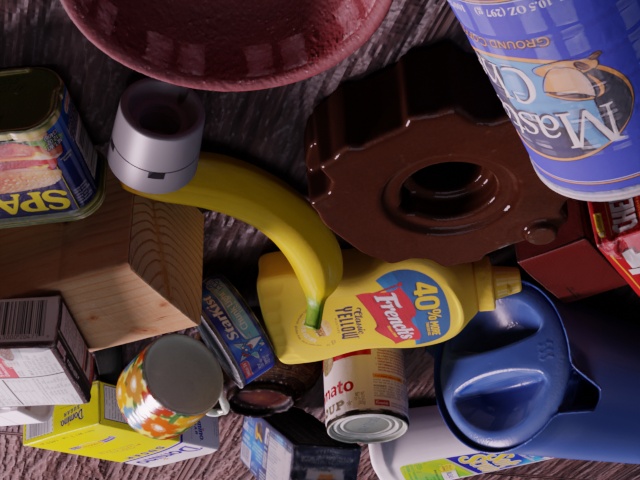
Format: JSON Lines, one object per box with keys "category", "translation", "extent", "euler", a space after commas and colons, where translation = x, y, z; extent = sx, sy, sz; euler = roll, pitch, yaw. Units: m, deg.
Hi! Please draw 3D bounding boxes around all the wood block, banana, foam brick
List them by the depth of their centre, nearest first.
{"category": "banana", "translation": [-0.043, -0.013, 0.711], "extent": [0.197, 0.069, 0.037], "euler": [40, 163, -34]}
{"category": "wood block", "translation": [-0.193, 0.024, 0.734], "extent": [0.206, 0.091, 0.090], "euler": [-15, 146, 20]}
{"category": "foam brick", "translation": [0.176, 0.002, 0.755], "extent": [0.053, 0.051, 0.078], "euler": [-21, 143, 29]}

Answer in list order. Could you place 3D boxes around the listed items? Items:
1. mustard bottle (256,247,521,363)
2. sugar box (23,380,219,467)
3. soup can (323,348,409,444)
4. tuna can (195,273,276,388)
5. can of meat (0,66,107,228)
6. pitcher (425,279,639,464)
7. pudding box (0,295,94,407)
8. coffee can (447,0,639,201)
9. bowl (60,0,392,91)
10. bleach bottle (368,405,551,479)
{"category": "mustard bottle", "translation": [0.054, 0.041, 0.802], "extent": [0.192, 0.058, 0.096], "euler": [-8, 128, 8]}
{"category": "sugar box", "translation": [-0.181, 0.175, 0.996], "extent": [0.093, 0.048, 0.176], "euler": [-18, 152, 27]}
{"category": "soup can", "translation": [0.036, 0.106, 0.867], "extent": [0.068, 0.102, 0.068], "euler": [-1, 148, -1]}
{"category": "tuna can", "translation": [-0.070, 0.068, 0.815], "extent": [0.033, 0.086, 0.086], "euler": [-33, 151, -14]}
{"category": "can of meat", "translation": [-0.189, -0.055, 0.641], "extent": [0.102, 0.057, 0.084], "euler": [-6, 145, 5]}
{"category": "pitcher", "translation": [0.212, 0.116, 0.877], "extent": [0.242, 0.149, 0.145], "euler": [17, 133, -38]}
{"category": "pudding box", "translation": [-0.213, 0.075, 0.692], "extent": [0.113, 0.039, 0.090], "euler": [-2, 148, 4]}
{"category": "coffee can", "translation": [0.125, -0.102, 0.509], "extent": [0.103, 0.102, 0.140], "euler": [-18, 131, 23]}
{"category": "bowl", "translation": [-0.044, -0.143, 0.507], "extent": [0.162, 0.055, 0.162], "euler": [-1, 148, -1]}
{"category": "bleach bottle", "translation": [0.178, 0.189, 1.048], "extent": [0.251, 0.068, 0.102], "euler": [-12, 147, 11]}
